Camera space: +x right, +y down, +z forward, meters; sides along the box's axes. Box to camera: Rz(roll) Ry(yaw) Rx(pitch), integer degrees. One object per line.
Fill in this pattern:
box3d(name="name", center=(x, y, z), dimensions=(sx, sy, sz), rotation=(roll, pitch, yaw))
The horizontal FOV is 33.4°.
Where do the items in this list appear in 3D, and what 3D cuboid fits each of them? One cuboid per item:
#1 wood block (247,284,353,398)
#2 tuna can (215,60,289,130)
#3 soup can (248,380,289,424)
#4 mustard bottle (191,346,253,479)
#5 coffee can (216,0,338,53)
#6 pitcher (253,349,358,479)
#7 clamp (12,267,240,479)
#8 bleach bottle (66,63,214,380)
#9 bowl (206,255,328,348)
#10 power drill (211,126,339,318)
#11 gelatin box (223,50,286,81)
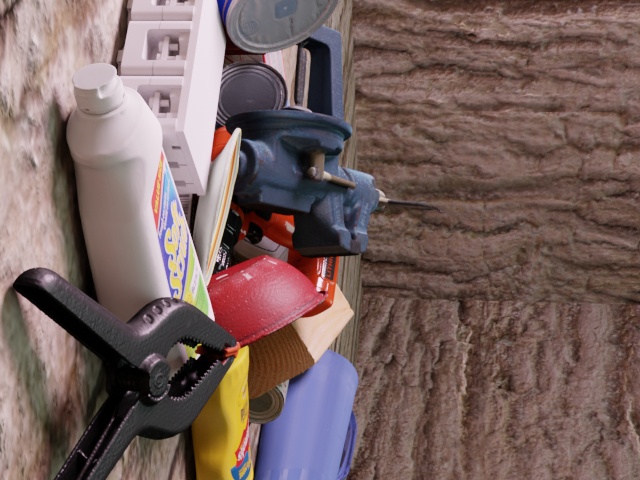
box3d(name="wood block", center=(-0.039, 0.095, 1.224), dimensions=(0.090, 0.091, 0.206), rotation=(59, 17, -2))
box3d(name="tuna can", center=(-0.075, -0.142, 1.111), dimensions=(0.034, 0.086, 0.086), rotation=(82, 11, -65))
box3d(name="soup can", center=(-0.071, 0.166, 1.301), dimensions=(0.102, 0.068, 0.068), rotation=(-79, 168, -60))
box3d(name="mustard bottle", center=(-0.099, 0.198, 1.077), dimensions=(0.096, 0.058, 0.192), rotation=(-71, 162, -68))
box3d(name="coffee can", center=(-0.058, -0.244, 0.900), dimensions=(0.103, 0.102, 0.140), rotation=(79, -15, -64))
box3d(name="pitcher", center=(-0.018, 0.287, 1.526), dimensions=(0.242, 0.149, 0.145), rotation=(-78, -179, -45))
box3d(name="clamp", center=(-0.120, 0.098, 0.681), dimensions=(0.209, 0.036, 0.164), rotation=(1, 94, -62))
box3d(name="bleach bottle", center=(-0.128, -0.004, 0.735), dimensions=(0.102, 0.068, 0.251), rotation=(-79, 166, -46))
box3d(name="bowl", center=(-0.077, 0.056, 0.923), dimensions=(0.162, 0.162, 0.055), rotation=(-53, 119, -80))
box3d(name="power drill", center=(-0.057, 0.001, 1.068), dimensions=(0.187, 0.057, 0.184), rotation=(43, 43, -38))
box3d(name="gelatin box", center=(-0.075, -0.206, 1.150), dimensions=(0.030, 0.073, 0.089), rotation=(-47, 159, -16))
